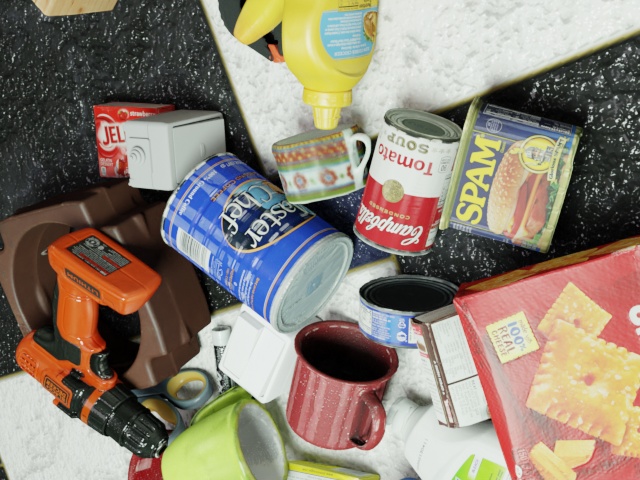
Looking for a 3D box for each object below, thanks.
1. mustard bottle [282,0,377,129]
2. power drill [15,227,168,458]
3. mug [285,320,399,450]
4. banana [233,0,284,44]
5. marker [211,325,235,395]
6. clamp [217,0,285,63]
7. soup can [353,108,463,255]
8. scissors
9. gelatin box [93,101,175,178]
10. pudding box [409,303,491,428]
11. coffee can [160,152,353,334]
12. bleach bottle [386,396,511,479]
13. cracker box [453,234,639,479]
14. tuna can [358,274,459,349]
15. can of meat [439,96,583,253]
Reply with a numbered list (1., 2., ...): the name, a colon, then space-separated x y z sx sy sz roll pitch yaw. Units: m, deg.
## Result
1. mustard bottle: 0.009 -0.184 0.848 0.058 0.096 0.192 13 111 32
2. power drill: -0.203 0.097 0.990 0.184 0.057 0.188 32 126 19
3. mug: 0.021 0.135 0.932 0.117 0.093 0.081 45 132 44
4. banana: -0.029 -0.258 0.872 0.069 0.037 0.198 5 96 6
5. marker: -0.094 0.145 1.065 0.020 0.020 0.121 4 106 35
6. clamp: -0.072 -0.232 0.926 0.120 0.039 0.171 -11 95 34
7. soup can: 0.071 -0.048 0.861 0.069 0.068 0.102 27 117 27
8. scissors: -0.178 0.147 1.119 0.202 0.096 0.016 38 163 52
9. gelatin box: -0.182 -0.098 1.051 0.089 0.030 0.073 8 108 33
10. pudding box: 0.136 0.087 0.830 0.039 0.113 0.090 178 75 -73
11. coffee can: -0.056 0.001 0.944 0.140 0.102 0.103 36 121 22
12. bleach bottle: 0.163 0.195 0.870 0.251 0.067 0.103 29 118 28
13. cracker box: 0.219 0.084 0.747 0.214 0.072 0.164 -17 94 16
14. tuna can: 0.074 0.058 0.878 0.086 0.085 0.034 12 112 32
15. can of meat: 0.143 -0.048 0.804 0.084 0.057 0.102 16 114 10
